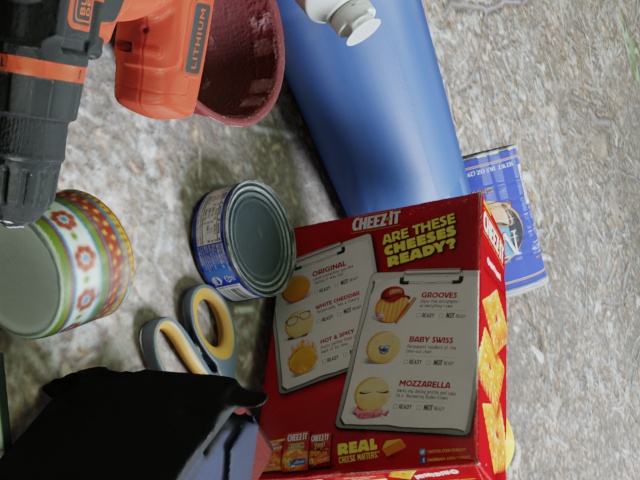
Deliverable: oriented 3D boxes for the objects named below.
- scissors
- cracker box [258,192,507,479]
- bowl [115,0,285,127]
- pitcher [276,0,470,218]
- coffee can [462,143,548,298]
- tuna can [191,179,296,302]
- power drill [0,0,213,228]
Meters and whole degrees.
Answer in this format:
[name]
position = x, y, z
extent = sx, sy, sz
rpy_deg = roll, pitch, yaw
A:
[scissors]
position = -0.057, 0.112, 0.748
extent = 0.201, 0.016, 0.096
rpy_deg = 54, 39, -34
[cracker box]
position = 0.048, 0.082, 0.772
extent = 0.072, 0.164, 0.213
rpy_deg = 53, 35, -46
[bowl]
position = -0.092, -0.152, 0.743
extent = 0.161, 0.055, 0.162
rpy_deg = 26, 58, -52
[pitcher]
position = 0.041, -0.128, 0.897
extent = 0.149, 0.145, 0.243
rpy_deg = -41, 119, -42
[coffee can]
position = 0.160, -0.016, 1.059
extent = 0.102, 0.103, 0.140
rpy_deg = -20, 97, -58
[tuna can]
position = -0.055, 0.001, 0.772
extent = 0.086, 0.034, 0.086
rpy_deg = 26, 58, -52
[power drill]
position = -0.118, -0.103, 0.570
extent = 0.187, 0.057, 0.184
rpy_deg = -25, 127, -76
